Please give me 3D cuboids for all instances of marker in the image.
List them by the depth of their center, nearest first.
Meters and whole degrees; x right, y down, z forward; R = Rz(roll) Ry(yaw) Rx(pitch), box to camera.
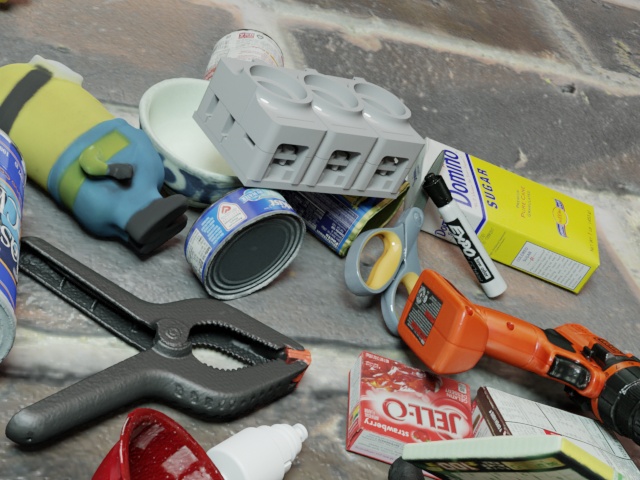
[{"bbox_3d":[0.120,-0.005,0.894,0.121,0.020,0.020,57,34,-16],"label":"marker"}]

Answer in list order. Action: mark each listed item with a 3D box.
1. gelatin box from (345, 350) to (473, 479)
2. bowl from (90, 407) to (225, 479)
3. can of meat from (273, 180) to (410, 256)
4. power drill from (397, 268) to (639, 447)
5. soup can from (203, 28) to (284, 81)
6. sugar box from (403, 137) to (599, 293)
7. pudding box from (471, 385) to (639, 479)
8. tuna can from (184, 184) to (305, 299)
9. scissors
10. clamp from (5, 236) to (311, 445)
[{"bbox_3d":[0.064,0.124,0.750,0.089,0.030,0.073,19,38,-11],"label":"gelatin box"},{"bbox_3d":[-0.078,0.170,0.549,0.162,0.055,0.162,59,7,-12],"label":"bowl"},{"bbox_3d":[0.017,-0.042,0.892,0.084,0.058,0.101,39,38,11],"label":"can of meat"},{"bbox_3d":[0.160,0.090,0.773,0.187,0.057,0.184,21,8,-18],"label":"power drill"},{"bbox_3d":[-0.069,-0.133,0.933,0.068,0.069,0.102,21,37,-11],"label":"soup can"},{"bbox_3d":[0.165,-0.025,0.974,0.176,0.048,0.093,23,38,-9],"label":"sugar box"},{"bbox_3d":[0.167,0.152,0.757,0.113,0.039,0.090,20,17,-15],"label":"pudding box"},{"bbox_3d":[-0.055,0.001,0.772,0.085,0.086,0.034,-12,51,-40],"label":"tuna can"},{"bbox_3d":[0.080,0.004,0.871,0.201,0.016,0.096,-40,108,-50],"label":"scissors"},{"bbox_3d":[-0.105,0.078,0.691,0.209,0.036,0.164,15,39,-18],"label":"clamp"}]
